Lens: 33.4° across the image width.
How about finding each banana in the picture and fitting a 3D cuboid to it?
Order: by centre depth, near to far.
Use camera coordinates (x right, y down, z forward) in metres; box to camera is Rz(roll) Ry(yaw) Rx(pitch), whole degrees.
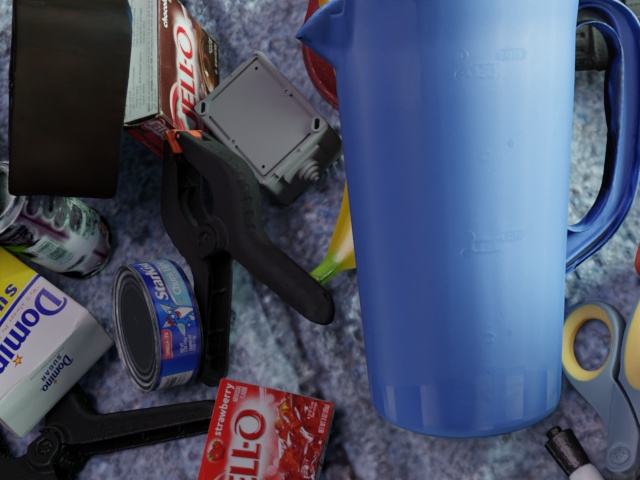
[{"bbox_3d":[0.026,-0.067,0.693,0.037,0.069,0.198,2,92,37],"label":"banana"}]

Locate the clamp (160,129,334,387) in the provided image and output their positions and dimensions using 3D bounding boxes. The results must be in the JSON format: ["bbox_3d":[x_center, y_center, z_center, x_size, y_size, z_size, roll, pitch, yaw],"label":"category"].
[{"bbox_3d":[-0.055,0.001,0.693,0.120,0.039,0.171,-20,83,30],"label":"clamp"}]

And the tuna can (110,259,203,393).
[{"bbox_3d":[-0.109,0.056,0.705,0.033,0.086,0.086,-9,58,-28],"label":"tuna can"}]

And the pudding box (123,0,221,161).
[{"bbox_3d":[-0.107,-0.113,0.766,0.039,0.090,0.113,-14,65,17],"label":"pudding box"}]

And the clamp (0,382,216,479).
[{"bbox_3d":[-0.178,0.155,0.717,0.210,0.036,0.164,16,68,27],"label":"clamp"}]

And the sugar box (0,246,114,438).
[{"bbox_3d":[-0.238,0.055,0.759,0.176,0.048,0.093,27,66,36],"label":"sugar box"}]

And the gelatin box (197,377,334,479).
[{"bbox_3d":[-0.036,0.137,0.660,0.073,0.030,0.089,12,74,5],"label":"gelatin box"}]

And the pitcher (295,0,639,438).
[{"bbox_3d":[0.086,-0.023,0.587,0.149,0.144,0.243,5,105,36],"label":"pitcher"}]
